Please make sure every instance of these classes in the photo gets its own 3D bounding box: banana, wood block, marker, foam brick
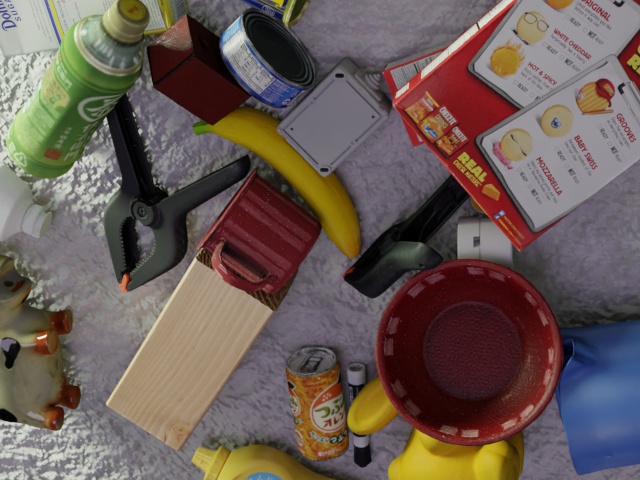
[{"bbox_3d":[-0.026,-0.064,0.986,0.198,0.037,0.070,41,147,-3],"label":"banana"},{"bbox_3d":[-0.117,0.096,1.055,0.091,0.090,0.206,33,119,-2],"label":"wood block"},{"bbox_3d":[0.040,0.182,1.095,0.020,0.020,0.121,2,116,14],"label":"marker"},{"bbox_3d":[-0.105,-0.148,0.935,0.051,0.053,0.078,-33,141,24],"label":"foam brick"}]

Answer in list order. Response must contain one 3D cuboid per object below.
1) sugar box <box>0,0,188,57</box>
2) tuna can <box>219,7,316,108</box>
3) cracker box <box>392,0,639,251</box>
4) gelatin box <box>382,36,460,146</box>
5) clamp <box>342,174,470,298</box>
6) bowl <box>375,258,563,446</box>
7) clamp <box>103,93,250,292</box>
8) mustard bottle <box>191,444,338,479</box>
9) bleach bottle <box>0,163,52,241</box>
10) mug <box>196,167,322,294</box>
[{"bbox_3d":[-0.214,-0.223,0.951,0.176,0.048,0.093,-3,118,19],"label":"sugar box"},{"bbox_3d":[-0.045,-0.156,0.916,0.086,0.086,0.034,46,119,-9],"label":"tuna can"},{"bbox_3d":[0.190,-0.122,0.853,0.214,0.072,0.164,-40,101,16],"label":"cracker box"},{"bbox_3d":[0.108,-0.131,0.918,0.089,0.030,0.073,-19,109,20],"label":"gelatin box"},{"bbox_3d":[0.072,0.011,0.946,0.039,0.120,0.172,41,132,-4],"label":"clamp"},{"bbox_3d":[0.132,0.098,0.943,0.162,0.055,0.162,-1,85,13],"label":"bowl"},{"bbox_3d":[-0.152,-0.033,1.021,0.165,0.036,0.210,26,122,19],"label":"clamp"},{"bbox_3d":[-0.049,0.271,1.140,0.191,0.058,0.096,26,120,1],"label":"mustard bottle"},{"bbox_3d":[-0.393,-0.056,1.072,0.251,0.068,0.103,22,119,1],"label":"bleach bottle"},{"bbox_3d":[-0.056,0.001,0.958,0.081,0.117,0.093,36,129,-7],"label":"mug"}]
